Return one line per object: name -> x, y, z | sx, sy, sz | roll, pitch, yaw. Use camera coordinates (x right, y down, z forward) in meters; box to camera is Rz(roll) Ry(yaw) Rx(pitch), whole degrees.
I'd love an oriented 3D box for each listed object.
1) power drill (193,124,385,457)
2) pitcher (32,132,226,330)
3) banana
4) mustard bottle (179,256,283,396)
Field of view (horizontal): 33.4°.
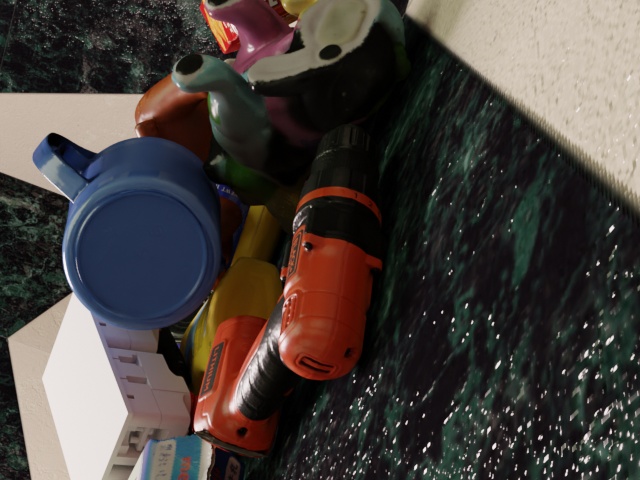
power drill -> -0.018, 0.038, 0.675 | 0.188, 0.057, 0.184 | 122, 165, -46
pitcher -> -0.146, -0.014, 0.832 | 0.243, 0.149, 0.145 | -135, 39, -78
banana -> -0.054, -0.009, 1.019 | 0.070, 0.037, 0.197 | 101, -174, -69
mustard bottle -> -0.083, 0.086, 0.911 | 0.192, 0.058, 0.096 | 134, 148, -65
